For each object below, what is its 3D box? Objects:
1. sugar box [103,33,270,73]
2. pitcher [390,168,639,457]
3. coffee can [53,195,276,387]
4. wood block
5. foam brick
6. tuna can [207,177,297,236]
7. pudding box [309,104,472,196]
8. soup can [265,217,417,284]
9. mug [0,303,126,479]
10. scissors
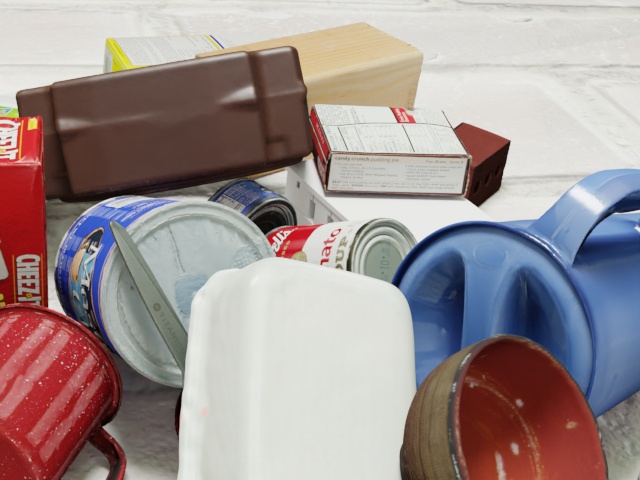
[{"bbox_3d":[-0.124,-0.175,1.084,0.176,0.048,0.093,-4,32,-25],"label":"sugar box"},{"bbox_3d":[0.165,0.036,0.657,0.149,0.145,0.242,-12,-2,41],"label":"pitcher"},{"bbox_3d":[-0.096,0.025,0.641,0.102,0.103,0.140,-7,7,-24],"label":"coffee can"},{"bbox_3d":[-0.012,-0.135,0.997,0.205,0.090,0.091,-19,40,-38],"label":"wood block"},{"bbox_3d":[0.125,-0.062,0.939,0.051,0.053,0.078,23,35,25],"label":"foam brick"},{"bbox_3d":[-0.055,0.001,0.759,0.034,0.086,0.085,28,36,28],"label":"tuna can"},{"bbox_3d":[0.051,-0.071,0.829,0.113,0.039,0.090,0,32,-9],"label":"pudding box"},{"bbox_3d":[0.011,0.021,0.716,0.068,0.068,0.102,-21,11,-39],"label":"soup can"},{"bbox_3d":[-0.157,0.102,0.577,0.117,0.093,0.081,43,35,-11],"label":"mug"},{"bbox_3d":[-0.044,0.078,0.566,0.096,0.202,0.016,-11,-10,-37],"label":"scissors"}]
